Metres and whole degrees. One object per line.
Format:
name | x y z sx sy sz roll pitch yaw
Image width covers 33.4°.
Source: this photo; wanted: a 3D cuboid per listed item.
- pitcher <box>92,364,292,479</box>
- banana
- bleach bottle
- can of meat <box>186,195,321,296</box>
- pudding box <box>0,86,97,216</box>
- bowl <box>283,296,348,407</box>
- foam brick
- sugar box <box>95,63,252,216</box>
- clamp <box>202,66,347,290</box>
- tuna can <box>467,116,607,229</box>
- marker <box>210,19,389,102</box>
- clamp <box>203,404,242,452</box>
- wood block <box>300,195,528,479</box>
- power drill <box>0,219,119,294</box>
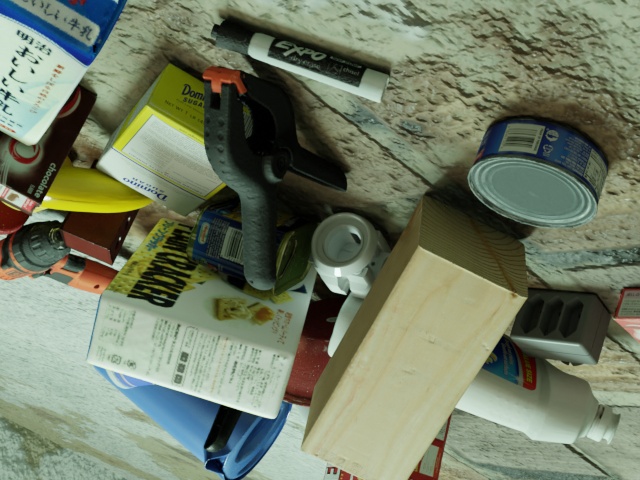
pitcher | -0.158 0.178 1.337 0.243 0.145 0.149 33 172 19
banana | -0.217 -0.050 0.924 0.197 0.037 0.070 8 -158 -33
bleach bottle | 0.138 0.109 0.935 0.251 0.102 0.068 22 121 11
can of meat | -0.056 0.001 0.917 0.084 0.057 0.102 20 -166 14
pudding box | -0.244 -0.089 0.857 0.090 0.113 0.039 28 154 -15
bowl | 0.017 0.099 1.042 0.162 0.161 0.055 8 117 32
foam brick | -0.206 -0.026 1.014 0.051 0.078 0.053 22 160 1
sugar box | -0.114 -0.075 0.856 0.093 0.048 0.176 30 161 -16
clamp | -0.033 -0.061 0.772 0.039 0.120 0.171 12 135 30
tuna can | 0.142 -0.043 0.697 0.086 0.033 0.086 19 158 8
marker | -0.015 -0.118 0.696 0.121 0.020 0.020 20 158 7
clamp | -0.098 0.138 1.221 0.036 0.209 0.164 -35 80 33
wood block | 0.071 0.083 0.832 0.090 0.090 0.206 26 117 -4
power drill | -0.251 0.028 1.158 0.187 0.057 0.185 21 162 -30
